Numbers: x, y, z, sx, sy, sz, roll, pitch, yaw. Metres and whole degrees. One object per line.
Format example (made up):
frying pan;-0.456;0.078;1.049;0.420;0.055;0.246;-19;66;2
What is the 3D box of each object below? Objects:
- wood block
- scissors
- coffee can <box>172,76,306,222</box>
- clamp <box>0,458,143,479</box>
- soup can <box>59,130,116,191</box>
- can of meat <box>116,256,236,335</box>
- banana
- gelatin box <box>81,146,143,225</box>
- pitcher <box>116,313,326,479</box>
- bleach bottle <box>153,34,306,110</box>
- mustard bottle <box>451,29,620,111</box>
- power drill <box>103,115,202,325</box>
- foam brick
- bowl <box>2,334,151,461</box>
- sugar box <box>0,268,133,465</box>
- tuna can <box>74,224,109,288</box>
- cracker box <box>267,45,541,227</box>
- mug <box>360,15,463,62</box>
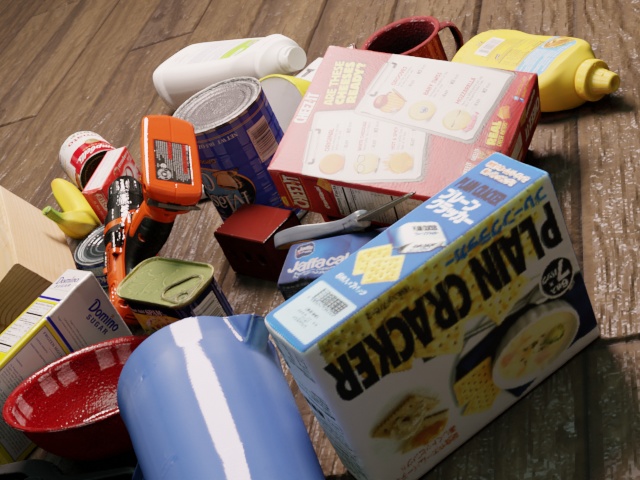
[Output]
wood block;-0.328;0.033;1.152;0.090;0.090;0.206;-50;32;7
scissors;0.014;-0.014;0.944;0.096;0.016;0.202;-5;-10;-10
coffee can;-0.080;-0.085;1.117;0.103;0.140;0.103;-19;33;12
clamp;-0.239;0.222;0.877;0.172;0.039;0.120;-5;18;36
soup can;-0.285;-0.095;1.350;0.068;0.068;0.102;-35;32;-13
can of meat;-0.126;0.067;0.983;0.102;0.084;0.057;6;44;41
banana;-0.292;-0.036;1.267;0.037;0.069;0.198;-39;17;-3
gelatin box;-0.236;-0.055;1.251;0.030;0.073;0.089;-12;34;22
pitcher;-0.065;0.178;0.754;0.145;0.149;0.243;-16;33;-11
bleach bottle;-0.111;-0.220;1.376;0.102;0.068;0.251;-43;28;-28
mustard bottle;0.226;-0.174;1.102;0.096;0.058;0.192;-40;34;-22
power drill;-0.173;-0.035;1.067;0.057;0.188;0.184;5;50;-23
foam brick;-0.057;0.001;1.059;0.078;0.053;0.051;10;47;45
bowl;-0.188;0.143;0.925;0.162;0.055;0.162;-13;19;5
sugar box;-0.262;0.118;1.001;0.048;0.093;0.176;4;42;39
tuna can;-0.229;0.012;1.186;0.086;0.033;0.086;-19;32;12
cracker box;0.082;-0.092;1.006;0.214;0.072;0.164;11;58;23
mug;0.112;-0.200;1.201;0.117;0.081;0.093;-35;33;-14
